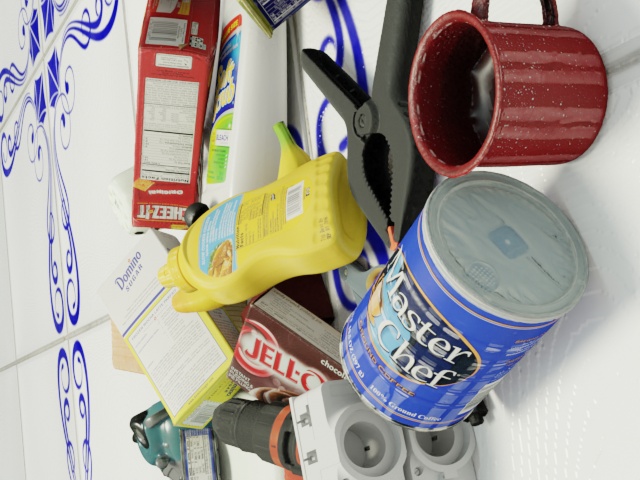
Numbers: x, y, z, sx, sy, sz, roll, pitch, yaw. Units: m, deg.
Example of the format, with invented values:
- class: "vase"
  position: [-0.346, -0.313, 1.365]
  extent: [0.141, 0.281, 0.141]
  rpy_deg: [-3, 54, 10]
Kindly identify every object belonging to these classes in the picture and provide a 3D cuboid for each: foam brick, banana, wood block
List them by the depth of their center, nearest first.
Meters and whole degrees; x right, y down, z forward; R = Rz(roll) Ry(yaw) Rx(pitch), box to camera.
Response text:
- class: "banana"
  position: [-0.056, -0.005, 0.935]
  extent: [0.070, 0.037, 0.198]
  rpy_deg: [35, 103, 12]
- class: "foam brick"
  position: [-0.030, 0.068, 0.943]
  extent: [0.078, 0.051, 0.053]
  rpy_deg: [-55, 46, 52]
- class: "wood block"
  position: [-0.159, 0.099, 1.163]
  extent: [0.206, 0.090, 0.091]
  rpy_deg: [-7, 86, 64]

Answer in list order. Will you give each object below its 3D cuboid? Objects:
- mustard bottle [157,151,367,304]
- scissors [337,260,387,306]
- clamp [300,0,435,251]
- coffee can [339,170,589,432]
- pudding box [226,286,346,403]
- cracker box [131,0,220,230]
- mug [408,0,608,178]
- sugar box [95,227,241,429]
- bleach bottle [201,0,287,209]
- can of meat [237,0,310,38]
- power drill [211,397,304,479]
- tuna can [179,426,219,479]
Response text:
- class: "mustard bottle"
  position: [-0.055, 0.001, 0.868]
  extent: [0.192, 0.058, 0.096]
  rpy_deg: [-21, 48, 27]
- class: "scissors"
  position: [0.028, 0.046, 0.863]
  extent: [0.202, 0.016, 0.096]
  rpy_deg: [-158, 67, -63]
- class: "clamp"
  position: [0.049, -0.097, 0.784]
  extent: [0.165, 0.036, 0.210]
  rpy_deg: [-45, 53, 52]
- class: "coffee can"
  position: [0.083, 0.040, 0.653]
  extent: [0.140, 0.102, 0.103]
  rpy_deg: [-60, 41, 48]
- class: "pudding box"
  position: [-0.016, 0.104, 0.873]
  extent: [0.113, 0.039, 0.090]
  rpy_deg: [32, 131, 14]
- class: "cracker box"
  position: [-0.143, -0.142, 1.061]
  extent: [0.164, 0.072, 0.214]
  rpy_deg: [-92, 10, -48]
- class: "mug"
  position: [0.109, -0.095, 0.611]
  extent: [0.093, 0.081, 0.117]
  rpy_deg: [18, 109, 62]
- class: "sugar box"
  position: [-0.137, 0.081, 1.007]
  extent: [0.093, 0.048, 0.176]
  rpy_deg: [-47, 54, 16]
- class: "bleach bottle"
  position: [-0.065, -0.151, 0.982]
  extent: [0.103, 0.068, 0.251]
  rpy_deg: [-168, 79, -68]
- class: "can of meat"
  position: [-0.038, -0.227, 0.881]
  extent: [0.084, 0.057, 0.102]
  rpy_deg: [-39, 43, 3]
- class: "power drill"
  position: [-0.010, 0.222, 0.846]
  extent: [0.185, 0.057, 0.188]
  rpy_deg: [7, 105, 36]
- class: "tuna can"
  position: [-0.115, 0.222, 1.021]
  extent: [0.086, 0.033, 0.086]
  rpy_deg: [175, 90, -82]
